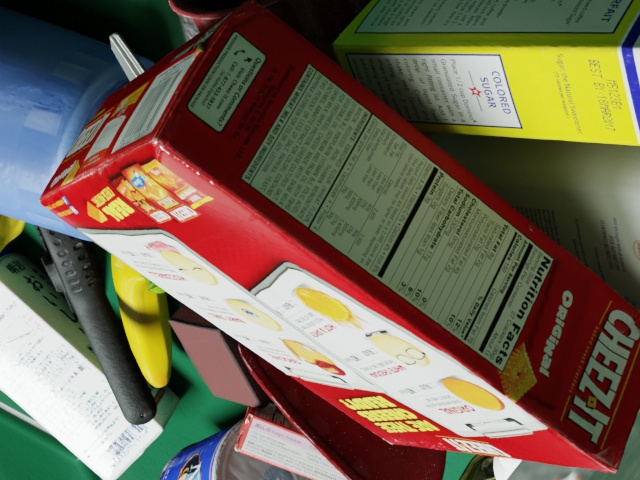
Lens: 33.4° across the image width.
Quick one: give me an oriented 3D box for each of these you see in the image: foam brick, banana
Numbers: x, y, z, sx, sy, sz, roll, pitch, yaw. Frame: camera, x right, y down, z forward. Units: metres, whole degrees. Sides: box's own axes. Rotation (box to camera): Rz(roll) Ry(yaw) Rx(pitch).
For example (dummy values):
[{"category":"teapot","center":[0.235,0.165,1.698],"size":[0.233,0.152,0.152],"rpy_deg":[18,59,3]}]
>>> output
[{"category":"foam brick","center":[-0.057,0.068,0.733],"size":[0.051,0.053,0.078],"rpy_deg":[7,136,40]},{"category":"banana","center":[-0.129,0.045,0.773],"size":[0.037,0.069,0.198],"rpy_deg":[-7,155,-9]}]

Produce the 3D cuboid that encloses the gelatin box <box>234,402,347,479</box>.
[{"category":"gelatin box","center":[-0.013,0.144,0.750],"size":[0.089,0.030,0.073],"rpy_deg":[20,180,0]}]

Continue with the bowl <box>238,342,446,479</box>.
[{"category":"bowl","center":[0.025,0.101,0.651],"size":[0.162,0.055,0.162],"rpy_deg":[45,-179,-1]}]

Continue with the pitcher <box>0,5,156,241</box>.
[{"category":"pitcher","center":[-0.212,-0.086,0.631],"size":[0.243,0.149,0.145],"rpy_deg":[19,125,24]}]

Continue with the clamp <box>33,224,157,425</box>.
[{"category":"clamp","center":[-0.183,0.018,0.784],"size":[0.165,0.036,0.210],"rpy_deg":[40,151,57]}]

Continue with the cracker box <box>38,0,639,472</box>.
[{"category":"cracker box","center":[0.007,0.009,0.439],"size":[0.213,0.072,0.164],"rpy_deg":[36,160,-19]}]

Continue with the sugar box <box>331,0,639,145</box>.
[{"category":"sugar box","center":[0.101,-0.075,0.365],"size":[0.177,0.093,0.048],"rpy_deg":[11,140,38]}]

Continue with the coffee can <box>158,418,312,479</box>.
[{"category":"coffee can","center":[-0.061,0.198,0.847],"size":[0.103,0.102,0.141],"rpy_deg":[44,148,-6]}]
